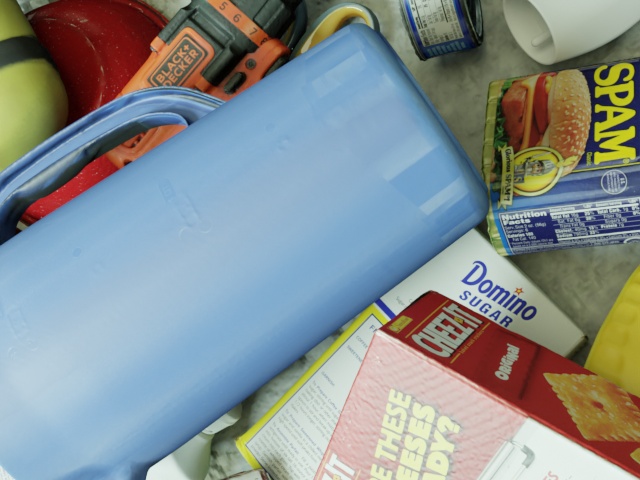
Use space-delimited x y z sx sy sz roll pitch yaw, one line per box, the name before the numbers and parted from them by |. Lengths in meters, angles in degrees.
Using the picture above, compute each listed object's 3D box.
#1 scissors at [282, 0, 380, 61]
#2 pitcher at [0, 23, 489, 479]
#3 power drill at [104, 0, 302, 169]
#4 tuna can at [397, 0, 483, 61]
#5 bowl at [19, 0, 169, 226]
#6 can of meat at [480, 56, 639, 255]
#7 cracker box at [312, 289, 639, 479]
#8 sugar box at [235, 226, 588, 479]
scissors | -0.049 -0.069 0.631 0.096 0.016 0.202 46 101 14
pitcher | -0.053 0.001 0.501 0.243 0.145 0.149 -34 111 7
power drill | -0.006 -0.067 0.582 0.188 0.057 0.184 43 98 10
tuna can | 0.061 -0.141 0.567 0.034 0.086 0.086 -11 80 16
bowl | -0.159 -0.084 0.655 0.162 0.055 0.162 -3 82 20
can of meat | 0.128 -0.042 0.530 0.084 0.057 0.102 -7 48 22
cracker box | 0.100 0.144 0.456 0.214 0.072 0.164 29 115 18
sugar box | 0.047 0.081 0.565 0.176 0.048 0.093 -45 72 5
